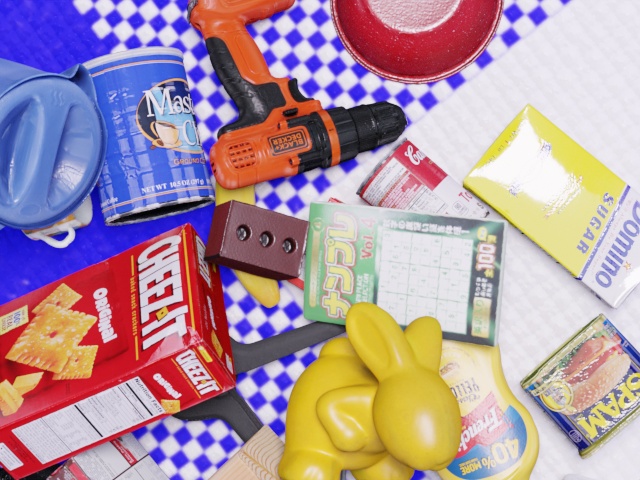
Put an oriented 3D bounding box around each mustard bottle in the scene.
[{"bbox_3d":[0.137,0.164,0.934,0.096,0.058,0.192,-24,79,6],"label":"mustard bottle"}]

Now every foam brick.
[{"bbox_3d":[-0.056,0.001,0.941,0.078,0.051,0.053,15,78,-22],"label":"foam brick"}]

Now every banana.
[{"bbox_3d":[-0.064,-0.038,0.987,0.069,0.037,0.198,5,90,8],"label":"banana"}]

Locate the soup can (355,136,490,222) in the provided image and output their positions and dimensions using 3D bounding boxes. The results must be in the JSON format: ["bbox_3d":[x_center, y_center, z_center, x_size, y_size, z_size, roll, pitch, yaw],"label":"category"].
[{"bbox_3d":[0.091,-0.034,0.951,0.102,0.068,0.068,42,94,6],"label":"soup can"}]

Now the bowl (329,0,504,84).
[{"bbox_3d":[0.085,-0.225,0.961,0.162,0.055,0.162,0,89,8],"label":"bowl"}]

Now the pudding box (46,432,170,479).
[{"bbox_3d":[-0.182,0.223,0.960,0.039,0.113,0.090,-42,84,16],"label":"pudding box"}]

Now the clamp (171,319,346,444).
[{"bbox_3d":[-0.082,0.120,0.987,0.210,0.036,0.164,22,93,8],"label":"clamp"}]

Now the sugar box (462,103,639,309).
[{"bbox_3d":[0.221,-0.030,0.944,0.176,0.048,0.093,40,94,8],"label":"sugar box"}]

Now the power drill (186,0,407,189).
[{"bbox_3d":[-0.030,-0.151,0.961,0.184,0.057,0.188,-17,80,-16],"label":"power drill"}]

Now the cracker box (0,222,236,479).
[{"bbox_3d":[-0.191,0.092,0.940,0.214,0.164,0.072,-24,129,7],"label":"cracker box"}]

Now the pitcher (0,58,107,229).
[{"bbox_3d":[-0.317,-0.098,0.935,0.243,0.148,0.145,22,121,36],"label":"pitcher"}]

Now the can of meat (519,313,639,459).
[{"bbox_3d":[0.239,0.126,0.935,0.102,0.057,0.084,-42,81,4],"label":"can of meat"}]

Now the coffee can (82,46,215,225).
[{"bbox_3d":[-0.160,-0.093,0.968,0.103,0.102,0.140,-13,88,7],"label":"coffee can"}]
